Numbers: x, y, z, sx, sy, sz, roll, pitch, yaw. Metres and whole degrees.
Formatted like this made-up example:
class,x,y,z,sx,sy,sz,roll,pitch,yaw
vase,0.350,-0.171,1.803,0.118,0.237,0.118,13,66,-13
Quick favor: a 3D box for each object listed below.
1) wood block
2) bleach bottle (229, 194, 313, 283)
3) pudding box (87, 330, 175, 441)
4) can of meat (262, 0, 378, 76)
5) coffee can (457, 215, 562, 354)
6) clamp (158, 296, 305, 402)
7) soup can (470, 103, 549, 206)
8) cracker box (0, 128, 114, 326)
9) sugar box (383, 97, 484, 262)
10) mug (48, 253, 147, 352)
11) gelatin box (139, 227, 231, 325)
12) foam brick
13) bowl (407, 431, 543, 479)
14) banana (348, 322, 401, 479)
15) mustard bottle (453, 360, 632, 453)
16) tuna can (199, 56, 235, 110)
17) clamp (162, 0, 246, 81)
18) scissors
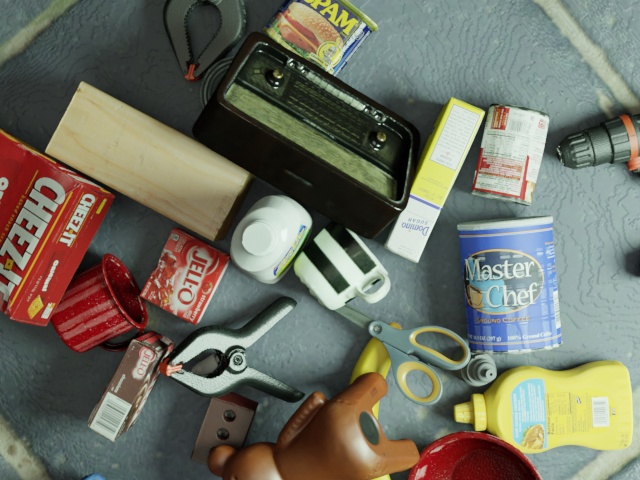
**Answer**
class,x,y,z,sx,sy,sz,roll,pitch,yaw
wood block,-0.183,-0.085,1.182,0.206,0.091,0.090,28,92,2
bleach bottle,-0.057,0.001,1.098,0.068,0.251,0.102,34,93,1
pudding box,-0.209,0.160,1.192,0.039,0.090,0.113,30,94,4
can of meat,-0.002,-0.235,1.186,0.102,0.057,0.084,39,96,1
coffee can,0.206,0.047,1.162,0.103,0.103,0.140,-5,92,3
clamp,-0.093,0.121,1.185,0.171,0.039,0.120,4,82,-28
soup can,0.208,-0.094,1.174,0.068,0.068,0.102,12,92,2
cracker box,-0.355,-0.030,1.167,0.214,0.072,0.164,29,93,25
sugar box,0.121,-0.065,1.167,0.048,0.093,0.176,26,93,2
mug,-0.246,0.082,1.200,0.081,0.093,0.117,-27,127,8
gelatin box,-0.153,0.040,1.215,0.073,0.030,0.089,27,93,1
foam brick,-0.108,0.214,1.208,0.053,0.051,0.078,19,93,1
bowl,0.179,0.282,1.181,0.162,0.055,0.162,3,98,23
banana,0.061,0.192,1.204,0.070,0.037,0.198,-2,86,10
mustard bottle,0.245,0.187,1.187,0.191,0.058,0.096,-4,98,3
tuna can,-0.091,-0.163,1.203,0.086,0.033,0.086,0,92,3
clamp,-0.132,-0.286,1.199,0.164,0.036,0.210,20,93,1
scissors,0.065,0.119,1.179,0.202,0.016,0.096,13,82,22
